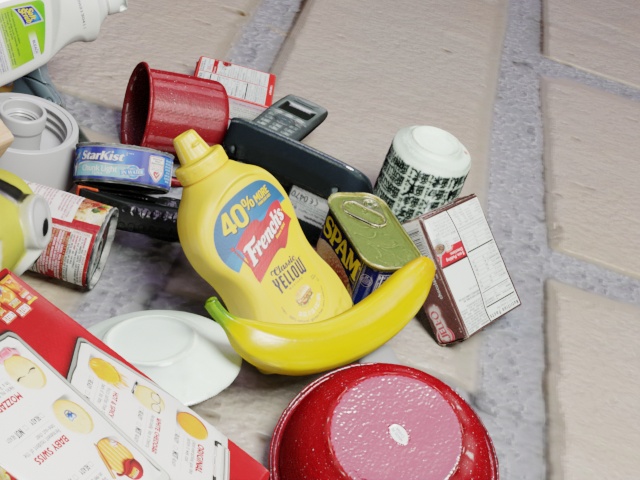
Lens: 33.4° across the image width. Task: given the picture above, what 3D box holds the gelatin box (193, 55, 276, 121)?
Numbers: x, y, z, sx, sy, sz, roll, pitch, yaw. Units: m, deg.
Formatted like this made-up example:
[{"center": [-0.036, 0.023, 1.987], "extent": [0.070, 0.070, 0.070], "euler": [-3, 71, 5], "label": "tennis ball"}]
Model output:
[{"center": [-0.095, -0.160, 1.147], "extent": [0.089, 0.030, 0.073], "euler": [14, 36, -7], "label": "gelatin box"}]

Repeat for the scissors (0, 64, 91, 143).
[{"center": [-0.267, -0.127, 1.016], "extent": [0.016, 0.096, 0.202], "euler": [-19, 80, -51], "label": "scissors"}]

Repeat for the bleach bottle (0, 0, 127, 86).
[{"center": [-0.292, -0.177, 0.947], "extent": [0.250, 0.102, 0.068], "euler": [-22, 42, -20], "label": "bleach bottle"}]

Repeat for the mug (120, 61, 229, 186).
[{"center": [-0.137, -0.106, 1.011], "extent": [0.081, 0.093, 0.117], "euler": [6, 67, -26], "label": "mug"}]

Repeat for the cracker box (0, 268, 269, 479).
[{"center": [-0.142, 0.128, 0.600], "extent": [0.213, 0.072, 0.164], "euler": [39, 17, -6], "label": "cracker box"}]

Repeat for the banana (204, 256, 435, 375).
[{"center": [0.012, 0.060, 0.794], "extent": [0.197, 0.069, 0.037], "euler": [-10, 5, -31], "label": "banana"}]

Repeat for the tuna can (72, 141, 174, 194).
[{"center": [-0.172, -0.062, 0.930], "extent": [0.086, 0.034, 0.086], "euler": [6, -4, 0], "label": "tuna can"}]

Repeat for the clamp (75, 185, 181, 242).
[{"center": [-0.122, -0.016, 0.898], "extent": [0.171, 0.039, 0.120], "euler": [7, 2, -12], "label": "clamp"}]

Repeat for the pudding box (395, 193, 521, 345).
[{"center": [0.121, 0.024, 0.936], "extent": [0.089, 0.039, 0.113], "euler": [-23, 92, -46], "label": "pudding box"}]

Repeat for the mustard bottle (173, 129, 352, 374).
[{"center": [-0.055, 0.001, 0.815], "extent": [0.096, 0.058, 0.191], "euler": [-42, 108, -34], "label": "mustard bottle"}]

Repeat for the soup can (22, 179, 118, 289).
[{"center": [-0.219, -0.008, 0.840], "extent": [0.102, 0.069, 0.068], "euler": [17, 34, -2], "label": "soup can"}]

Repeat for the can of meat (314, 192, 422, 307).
[{"center": [0.034, 0.022, 0.905], "extent": [0.057, 0.084, 0.102], "euler": [-2, 39, -28], "label": "can of meat"}]

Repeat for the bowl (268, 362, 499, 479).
[{"center": [0.047, 0.142, 0.721], "extent": [0.162, 0.055, 0.162], "euler": [3, 55, -4], "label": "bowl"}]
